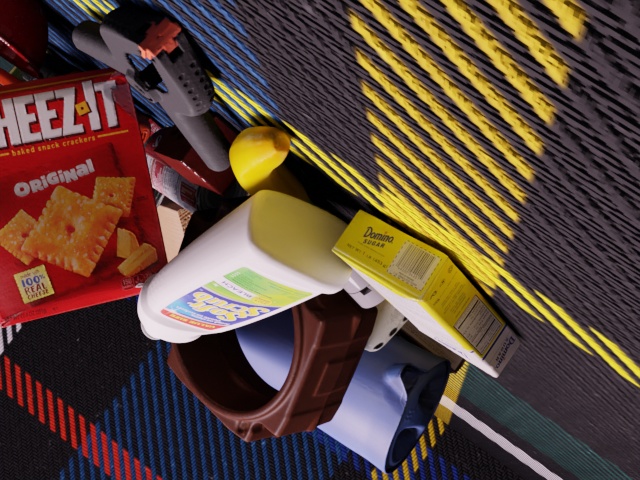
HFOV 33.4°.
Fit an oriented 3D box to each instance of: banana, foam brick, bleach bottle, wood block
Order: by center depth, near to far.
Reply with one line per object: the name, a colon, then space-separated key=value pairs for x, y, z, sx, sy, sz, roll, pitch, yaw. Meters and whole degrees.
banana: x=-0.038 y=-0.057 z=0.847 sx=0.070 sy=0.037 sz=0.197 roll=9 pitch=169 yaw=13
bleach bottle: x=-0.082 y=0.040 z=0.922 sx=0.102 sy=0.068 sz=0.251 roll=24 pitch=147 yaw=-25
foam brick: x=-0.100 y=-0.078 z=0.926 sx=0.051 sy=0.053 sz=0.078 roll=39 pitch=172 yaw=-28
wood block: x=-0.139 y=-0.013 z=1.293 sx=0.206 sy=0.090 sz=0.091 roll=-164 pitch=58 yaw=-72

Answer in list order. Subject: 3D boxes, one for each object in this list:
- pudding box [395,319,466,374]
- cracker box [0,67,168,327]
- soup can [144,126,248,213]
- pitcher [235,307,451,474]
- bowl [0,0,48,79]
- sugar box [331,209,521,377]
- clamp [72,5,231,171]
pudding box: x=0.103 y=0.098 z=1.175 sx=0.113 sy=0.039 sz=0.090 roll=36 pitch=172 yaw=-6
cracker box: x=-0.240 y=-0.043 z=0.990 sx=0.072 sy=0.164 sz=0.214 roll=-169 pitch=67 yaw=-71
soup can: x=-0.129 y=-0.067 z=1.083 sx=0.102 sy=0.068 sz=0.068 roll=31 pitch=171 yaw=39
pitcher: x=0.007 y=0.139 z=1.146 sx=0.243 sy=0.149 sz=0.144 roll=27 pitch=-163 yaw=22
bowl: x=-0.308 y=-0.219 z=0.985 sx=0.162 sy=0.055 sz=0.162 roll=36 pitch=173 yaw=4
sugar box: x=0.090 y=0.045 z=0.854 sx=0.093 sy=0.048 sz=0.176 roll=31 pitch=175 yaw=37
clamp: x=-0.127 y=-0.128 z=0.780 sx=0.164 sy=0.036 sz=0.210 roll=40 pitch=171 yaw=2
